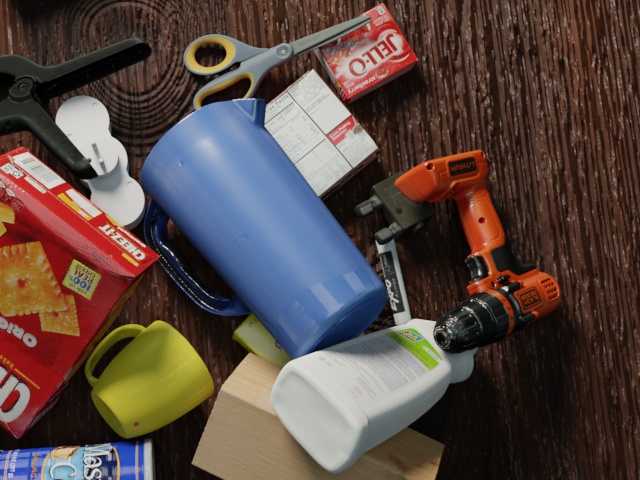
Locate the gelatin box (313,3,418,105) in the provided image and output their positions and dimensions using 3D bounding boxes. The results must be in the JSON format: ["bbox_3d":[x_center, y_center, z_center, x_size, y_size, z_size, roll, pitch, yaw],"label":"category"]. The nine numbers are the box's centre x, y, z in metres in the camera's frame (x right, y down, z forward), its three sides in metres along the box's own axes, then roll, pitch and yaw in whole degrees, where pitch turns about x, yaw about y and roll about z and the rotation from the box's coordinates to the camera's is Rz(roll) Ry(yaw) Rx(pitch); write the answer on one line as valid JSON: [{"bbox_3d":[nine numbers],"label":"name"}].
[{"bbox_3d":[0.047,-0.196,1.121,0.089,0.030,0.073,-29,85,-10],"label":"gelatin box"}]

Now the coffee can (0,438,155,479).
[{"bbox_3d":[-0.222,0.239,0.980,0.140,0.103,0.103,-3,81,-8],"label":"coffee can"}]

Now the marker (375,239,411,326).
[{"bbox_3d":[0.079,0.056,1.090,0.020,0.020,0.121,-11,82,-9],"label":"marker"}]

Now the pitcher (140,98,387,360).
[{"bbox_3d":[-0.057,0.001,1.002,0.144,0.149,0.243,-31,70,-24],"label":"pitcher"}]

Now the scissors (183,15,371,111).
[{"bbox_3d":[-0.055,-0.203,1.100,0.202,0.016,0.096,-37,80,-1],"label":"scissors"}]

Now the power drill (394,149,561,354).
[{"bbox_3d":[0.145,0.010,1.052,0.184,0.057,0.188,-16,80,-46],"label":"power drill"}]

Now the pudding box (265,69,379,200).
[{"bbox_3d":[-0.007,-0.105,1.096,0.090,0.039,0.113,-39,86,-11],"label":"pudding box"}]

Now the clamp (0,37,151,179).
[{"bbox_3d":[-0.279,-0.129,1.029,0.210,0.036,0.164,2,57,12],"label":"clamp"}]

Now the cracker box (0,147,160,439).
[{"bbox_3d":[-0.274,0.050,0.971,0.164,0.072,0.214,39,110,1],"label":"cracker box"}]

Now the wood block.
[{"bbox_3d":[-0.001,0.198,0.989,0.206,0.090,0.091,24,110,7],"label":"wood block"}]

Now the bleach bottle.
[{"bbox_3d":[0.072,0.128,0.983,0.103,0.068,0.250,43,34,26],"label":"bleach bottle"}]
